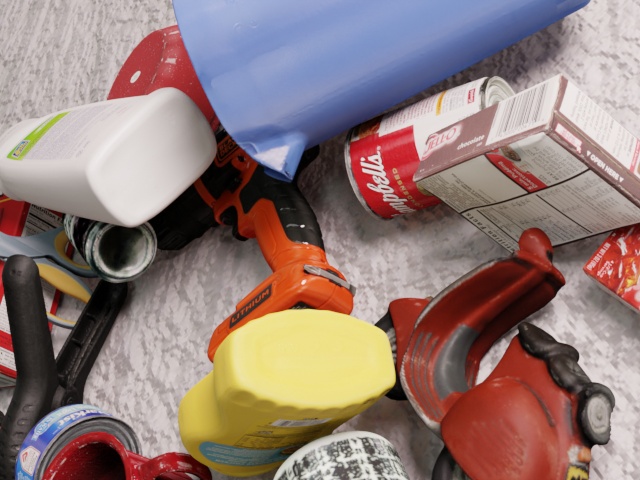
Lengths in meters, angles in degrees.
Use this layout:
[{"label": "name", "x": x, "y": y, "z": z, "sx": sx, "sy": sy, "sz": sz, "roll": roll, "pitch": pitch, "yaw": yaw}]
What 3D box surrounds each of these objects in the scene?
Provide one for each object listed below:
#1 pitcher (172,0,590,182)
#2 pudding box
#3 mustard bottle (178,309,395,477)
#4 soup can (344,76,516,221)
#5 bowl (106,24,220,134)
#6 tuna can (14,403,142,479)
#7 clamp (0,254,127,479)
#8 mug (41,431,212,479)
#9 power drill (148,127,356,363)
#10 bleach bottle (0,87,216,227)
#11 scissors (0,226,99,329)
[{"label": "pitcher", "x": 0.035, "y": -0.157, "z": 0.670, "sx": 0.243, "sy": 0.149, "sz": 0.145, "roll": -24, "pitch": 23, "yaw": 8}, {"label": "pudding box", "x": 0.120, "y": -0.037, "z": 0.593, "sx": 0.114, "sy": 0.090, "sz": 0.039, "roll": -19, "pitch": 43, "yaw": 56}, {"label": "mustard bottle", "x": -0.034, "y": 0.102, "z": 0.646, "sx": 0.192, "sy": 0.096, "sz": 0.058, "roll": 128, "pitch": 137, "yaw": -56}, {"label": "soup can", "x": 0.076, "y": -0.058, "z": 0.683, "sx": 0.102, "sy": 0.068, "sz": 0.068, "roll": -17, "pitch": 56, "yaw": 32}, {"label": "bowl", "x": -0.131, "y": -0.120, "z": 0.878, "sx": 0.162, "sy": 0.055, "sz": 0.162, "roll": -37, "pitch": 38, "yaw": 36}, {"label": "tuna can", "x": -0.170, "y": 0.160, "z": 0.754, "sx": 0.034, "sy": 0.086, "sz": 0.086, "roll": 16, "pitch": 77, "yaw": 46}, {"label": "clamp", "x": -0.203, "y": 0.111, "z": 0.781, "sx": 0.036, "sy": 0.164, "sz": 0.210, "roll": 8, "pitch": 78, "yaw": 17}, {"label": "mug", "x": -0.122, "y": 0.176, "z": 0.705, "sx": 0.117, "sy": 0.081, "sz": 0.093, "roll": -39, "pitch": 46, "yaw": 17}, {"label": "power drill", "x": -0.055, "y": 0.001, "z": 0.767, "sx": 0.185, "sy": 0.057, "sz": 0.188, "roll": -38, "pitch": 47, "yaw": 28}, {"label": "bleach bottle", "x": -0.187, "y": -0.068, "z": 0.822, "sx": 0.102, "sy": 0.068, "sz": 0.251, "roll": -46, "pitch": 30, "yaw": -23}, {"label": "scissors", "x": -0.252, "y": -0.009, "z": 0.882, "sx": 0.096, "sy": 0.202, "sz": 0.016, "roll": -48, "pitch": -1, "yaw": -20}]
